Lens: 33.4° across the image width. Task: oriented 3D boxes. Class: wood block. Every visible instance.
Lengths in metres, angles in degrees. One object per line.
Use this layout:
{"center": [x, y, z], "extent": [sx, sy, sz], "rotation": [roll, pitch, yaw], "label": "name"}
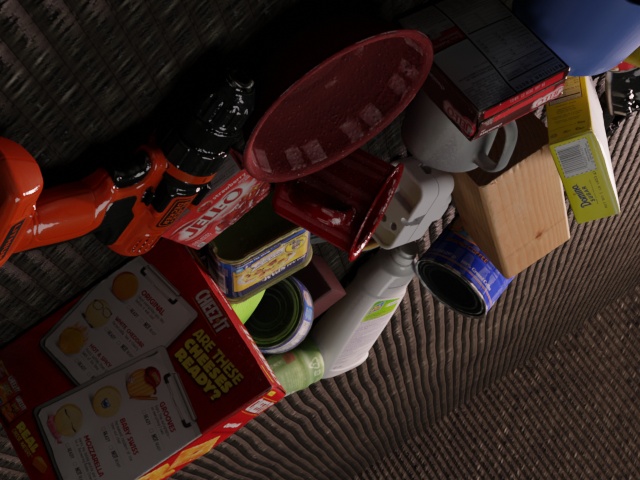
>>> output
{"center": [0.194, -0.056, 1.121], "extent": [0.091, 0.090, 0.206], "rotation": [-34, 148, -2], "label": "wood block"}

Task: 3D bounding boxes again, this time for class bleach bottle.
{"center": [0.062, 0.079, 1.356], "extent": [0.102, 0.068, 0.251], "rotation": [-21, 155, -39], "label": "bleach bottle"}

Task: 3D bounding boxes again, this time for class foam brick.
{"center": [-0.021, 0.058, 1.173], "extent": [0.078, 0.053, 0.051], "rotation": [-38, 161, 15], "label": "foam brick"}

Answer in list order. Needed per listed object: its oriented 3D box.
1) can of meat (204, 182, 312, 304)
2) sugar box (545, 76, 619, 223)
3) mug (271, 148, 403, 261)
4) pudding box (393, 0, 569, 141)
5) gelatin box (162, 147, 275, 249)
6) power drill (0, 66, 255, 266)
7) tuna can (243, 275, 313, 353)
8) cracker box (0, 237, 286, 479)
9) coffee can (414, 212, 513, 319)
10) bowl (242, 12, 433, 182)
{"center": [-0.056, 0.001, 0.962], "extent": [0.102, 0.057, 0.084], "rotation": [-30, 159, -16], "label": "can of meat"}
{"center": [0.240, -0.106, 0.996], "extent": [0.048, 0.176, 0.093], "rotation": [-16, 123, 17], "label": "sugar box"}
{"center": [0.009, -0.038, 0.882], "extent": [0.093, 0.081, 0.117], "rotation": [-65, 170, 23], "label": "mug"}
{"center": [0.120, -0.139, 0.819], "extent": [0.090, 0.113, 0.039], "rotation": [-27, 154, -20], "label": "pudding box"}
{"center": [-0.088, -0.033, 0.863], "extent": [0.089, 0.030, 0.073], "rotation": [-38, 162, 9], "label": "gelatin box"}
{"center": [-0.144, -0.041, 0.701], "extent": [0.187, 0.057, 0.185], "rotation": [-14, 153, -47], "label": "power drill"}
{"center": [-0.052, 0.073, 1.103], "extent": [0.086, 0.086, 0.033], "rotation": [-37, 160, 7], "label": "tuna can"}
{"center": [-0.162, 0.122, 0.912], "extent": [0.213, 0.164, 0.072], "rotation": [-34, 163, 1], "label": "cracker box"}
{"center": [0.194, 0.008, 1.274], "extent": [0.140, 0.103, 0.103], "rotation": [-49, 167, -20], "label": "coffee can"}
{"center": [0.001, -0.113, 0.773], "extent": [0.162, 0.055, 0.162], "rotation": [-30, 162, -12], "label": "bowl"}
